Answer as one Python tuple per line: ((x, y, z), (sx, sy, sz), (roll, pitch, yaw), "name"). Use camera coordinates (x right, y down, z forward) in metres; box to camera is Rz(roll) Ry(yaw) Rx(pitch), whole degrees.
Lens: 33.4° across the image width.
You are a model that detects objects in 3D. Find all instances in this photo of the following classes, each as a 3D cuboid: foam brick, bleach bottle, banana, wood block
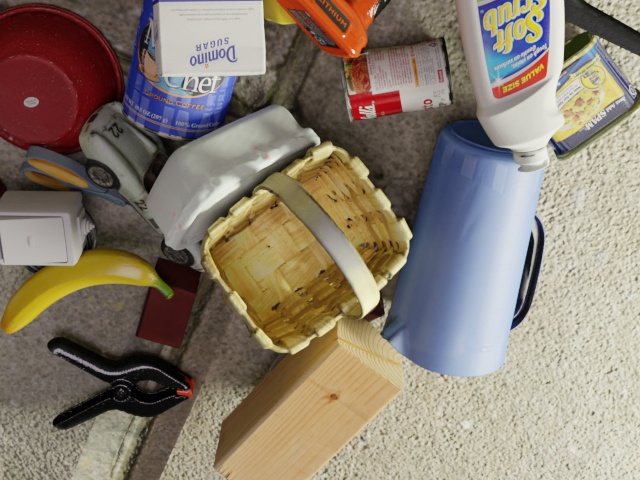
((-0.166, 0.068, 1.168), (0.051, 0.053, 0.078), (16, 118, -6), "foam brick")
((0.176, -0.185, 0.944), (0.102, 0.068, 0.251), (-12, 107, 3), "bleach bottle")
((-0.256, 0.048, 1.123), (0.198, 0.037, 0.069), (-12, 92, 13), "banana")
((-0.014, 0.178, 1.141), (0.090, 0.090, 0.206), (37, 112, -15), "wood block")

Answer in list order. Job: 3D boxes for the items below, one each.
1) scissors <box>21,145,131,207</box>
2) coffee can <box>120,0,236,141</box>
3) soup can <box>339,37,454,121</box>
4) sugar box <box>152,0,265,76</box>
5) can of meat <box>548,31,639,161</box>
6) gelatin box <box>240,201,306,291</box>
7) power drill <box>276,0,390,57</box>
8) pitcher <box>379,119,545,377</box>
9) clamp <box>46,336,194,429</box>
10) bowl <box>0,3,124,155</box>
((-0.229, -0.047, 1.124), (0.201, 0.016, 0.096), (31, 157, -37), "scissors")
((-0.125, -0.179, 1.010), (0.102, 0.103, 0.140), (15, 117, -6), "coffee can")
((0.074, -0.157, 1.034), (0.102, 0.068, 0.068), (-9, 117, 6), "soup can")
((-0.098, -0.229, 0.910), (0.093, 0.048, 0.176), (-3, 101, -14), "sugar box")
((0.248, -0.142, 1.042), (0.102, 0.057, 0.084), (-37, 108, 18), "can of meat")
((-0.057, 0.001, 1.121), (0.073, 0.030, 0.089), (17, 85, -5), "gelatin box")
((0.036, -0.269, 0.931), (0.187, 0.057, 0.184), (-51, 121, -7), "power drill")
((0.158, 0.005, 1.092), (0.145, 0.149, 0.243), (16, 115, 11), "pitcher")
((-0.234, 0.158, 1.226), (0.171, 0.039, 0.120), (-7, 122, -1), "clamp")
((-0.280, -0.149, 1.059), (0.162, 0.055, 0.162), (1, 118, 2), "bowl")
